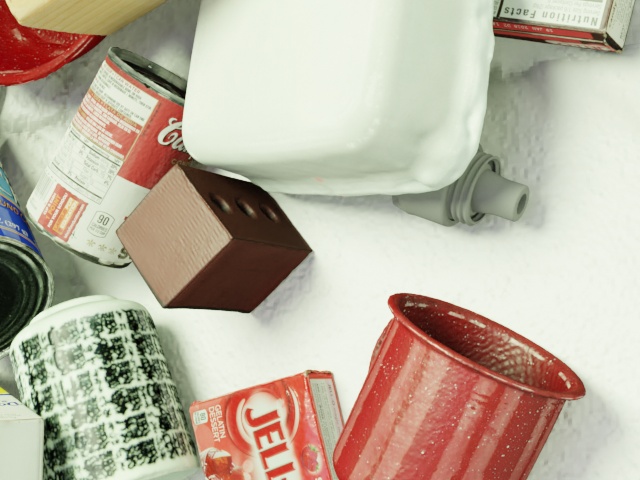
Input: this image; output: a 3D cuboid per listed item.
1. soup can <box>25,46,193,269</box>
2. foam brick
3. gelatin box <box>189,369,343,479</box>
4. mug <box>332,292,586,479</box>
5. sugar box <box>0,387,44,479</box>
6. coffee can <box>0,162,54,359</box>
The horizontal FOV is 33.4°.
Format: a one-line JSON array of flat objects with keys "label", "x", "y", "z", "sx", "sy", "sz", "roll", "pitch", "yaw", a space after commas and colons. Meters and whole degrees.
[{"label": "soup can", "x": -0.109, "y": -0.044, "z": 0.582, "sx": 0.069, "sy": 0.068, "sz": 0.102, "roll": 37, "pitch": 103, "yaw": 26}, {"label": "foam brick", "x": -0.054, "y": 0.001, "z": 0.542, "sx": 0.051, "sy": 0.078, "sz": 0.053, "roll": -45, "pitch": 66, "yaw": 18}, {"label": "gelatin box", "x": -0.022, "y": 0.116, "z": 0.540, "sx": 0.073, "sy": 0.030, "sz": 0.089, "roll": -19, "pitch": 76, "yaw": 25}, {"label": "mug", "x": 0.051, "y": 0.075, "z": 0.480, "sx": 0.117, "sy": 0.093, "sz": 0.081, "roll": 42, "pitch": 112, "yaw": 57}, {"label": "sugar box", "x": -0.193, "y": 0.124, "z": 0.573, "sx": 0.176, "sy": 0.048, "sz": 0.093, "roll": 5, "pitch": 94, "yaw": 63}, {"label": "coffee can", "x": -0.220, "y": -0.009, "z": 0.601, "sx": 0.103, "sy": 0.102, "sz": 0.140, "roll": -47, "pitch": 51, "yaw": 16}]
